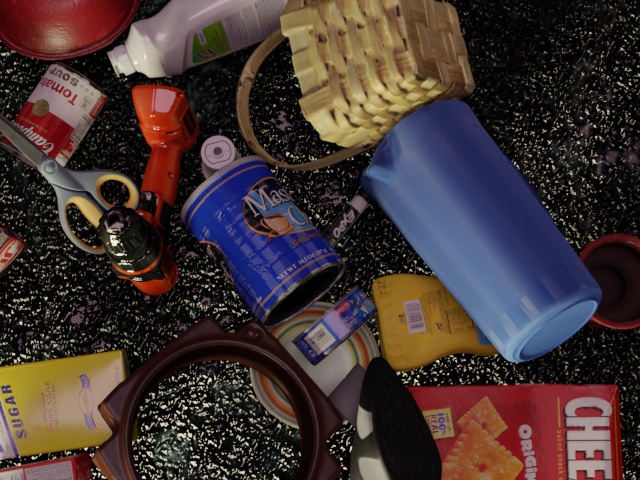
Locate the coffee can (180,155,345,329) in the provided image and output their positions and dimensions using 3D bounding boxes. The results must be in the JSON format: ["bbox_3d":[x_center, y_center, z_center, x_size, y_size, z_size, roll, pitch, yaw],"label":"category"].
[{"bbox_3d":[-0.057,0.001,1.054,0.102,0.103,0.140,-37,75,-6],"label":"coffee can"}]

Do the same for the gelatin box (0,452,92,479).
[{"bbox_3d":[-0.273,0.231,1.042,0.089,0.073,0.030,-10,82,-3],"label":"gelatin box"}]

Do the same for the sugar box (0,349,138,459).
[{"bbox_3d":[-0.276,0.167,1.066,0.176,0.048,0.093,-8,81,-3],"label":"sugar box"}]

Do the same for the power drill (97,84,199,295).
[{"bbox_3d":[-0.168,-0.053,1.041,0.057,0.184,0.187,7,72,4],"label":"power drill"}]

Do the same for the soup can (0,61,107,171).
[{"bbox_3d":[-0.274,-0.124,1.099,0.068,0.068,0.102,31,82,4],"label":"soup can"}]

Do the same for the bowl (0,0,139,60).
[{"bbox_3d":[-0.270,-0.265,1.101,0.162,0.055,0.162,-1,60,1],"label":"bowl"}]

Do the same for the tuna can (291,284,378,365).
[{"bbox_3d":[0.015,0.083,1.039,0.086,0.086,0.034,-40,86,-6],"label":"tuna can"}]

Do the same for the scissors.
[{"bbox_3d":[-0.253,-0.079,1.070,0.096,0.016,0.201,-36,117,-21],"label":"scissors"}]

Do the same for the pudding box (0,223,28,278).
[{"bbox_3d":[-0.349,0.030,1.064,0.039,0.090,0.113,39,83,7],"label":"pudding box"}]

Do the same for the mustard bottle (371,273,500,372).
[{"bbox_3d":[0.152,0.070,1.077,0.191,0.058,0.096,-10,75,-2],"label":"mustard bottle"}]

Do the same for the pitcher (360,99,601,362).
[{"bbox_3d":[0.162,-0.009,1.024,0.149,0.145,0.243,-33,64,-2],"label":"pitcher"}]

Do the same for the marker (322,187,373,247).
[{"bbox_3d":[0.023,-0.018,1.110,0.020,0.020,0.121,40,83,5],"label":"marker"}]

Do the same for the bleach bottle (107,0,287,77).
[{"bbox_3d":[-0.101,-0.236,1.100,0.250,0.102,0.068,-24,62,-4],"label":"bleach bottle"}]

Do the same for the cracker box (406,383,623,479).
[{"bbox_3d":[0.184,0.223,1.047,0.213,0.072,0.164,0,82,-1],"label":"cracker box"}]
